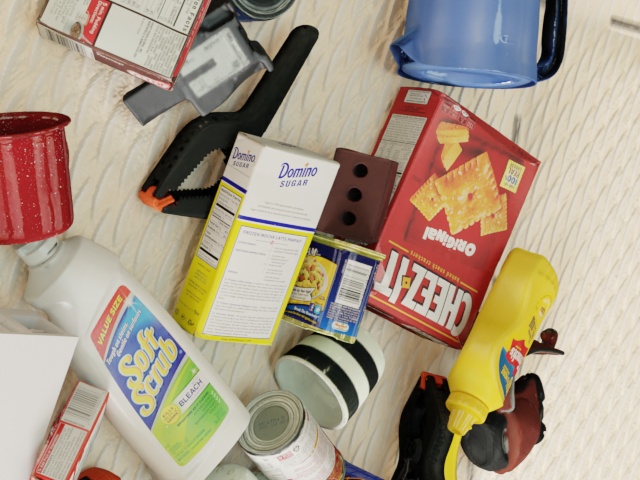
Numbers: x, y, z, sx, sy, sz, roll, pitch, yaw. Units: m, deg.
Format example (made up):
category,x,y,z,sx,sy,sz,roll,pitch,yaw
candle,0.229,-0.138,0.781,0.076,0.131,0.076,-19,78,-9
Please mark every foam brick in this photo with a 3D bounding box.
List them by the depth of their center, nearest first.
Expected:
category,x,y,z,sx,sy,sz,roll,pitch,yaw
foam brick,0.034,-0.040,0.954,0.051,0.053,0.078,-4,108,-79

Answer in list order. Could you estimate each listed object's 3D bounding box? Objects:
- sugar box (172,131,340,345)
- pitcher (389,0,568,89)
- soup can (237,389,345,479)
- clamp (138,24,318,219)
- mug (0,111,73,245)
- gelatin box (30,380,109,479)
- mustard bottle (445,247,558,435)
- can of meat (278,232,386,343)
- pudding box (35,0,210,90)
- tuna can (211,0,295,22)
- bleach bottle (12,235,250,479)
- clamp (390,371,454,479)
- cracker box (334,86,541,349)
category,x,y,z,sx,sy,sz,roll,pitch,yaw
sugar box,-0.056,0.001,0.919,0.093,0.048,0.176,11,103,-45
pitcher,0.159,-0.265,1.012,0.149,0.145,0.243,1,95,-70
soup can,-0.027,0.190,0.974,0.068,0.069,0.102,-51,138,-19
clamp,-0.064,-0.087,0.924,0.209,0.036,0.164,-24,119,-31
mug,-0.222,-0.049,0.790,0.117,0.093,0.081,-48,139,-66
gelatin box,-0.198,0.164,0.829,0.030,0.073,0.089,22,51,-3
mustard bottle,0.174,0.107,1.058,0.191,0.058,0.096,-59,152,-23
can of meat,0.002,0.039,0.962,0.057,0.102,0.084,18,89,-38
pudding box,-0.147,-0.178,0.814,0.113,0.039,0.090,23,82,-6
tuna can,-0.057,-0.230,0.909,0.085,0.034,0.086,-8,103,-37
bleach bottle,-0.164,0.092,0.869,0.102,0.068,0.250,-48,121,-21
clamp,0.107,0.220,1.070,0.039,0.120,0.171,15,85,-32
cracker box,0.112,-0.020,1.054,0.164,0.072,0.213,29,81,-37
